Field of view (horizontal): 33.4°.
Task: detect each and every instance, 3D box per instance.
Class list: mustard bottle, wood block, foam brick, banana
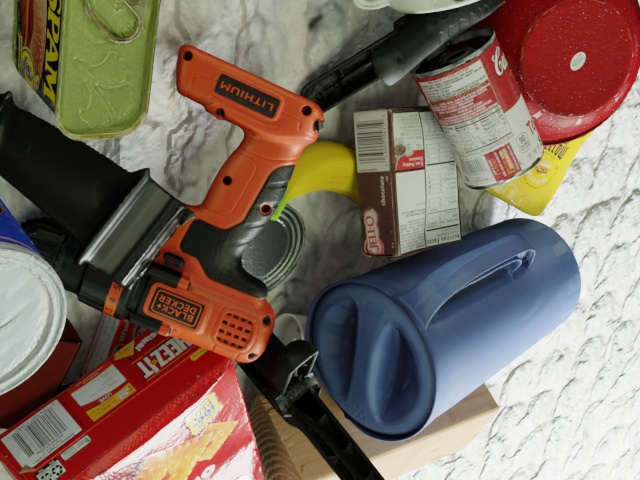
[{"bbox_3d":[0.204,-0.118,0.910,0.096,0.058,0.192,24,103,-38],"label":"mustard bottle"},{"bbox_3d":[0.041,0.163,0.948,0.205,0.091,0.090,-15,151,-29],"label":"wood block"},{"bbox_3d":[-0.211,0.085,0.740,0.051,0.053,0.078,15,111,-43],"label":"foam brick"},{"bbox_3d":[0.022,-0.037,0.835,0.197,0.037,0.069,12,93,-49],"label":"banana"}]

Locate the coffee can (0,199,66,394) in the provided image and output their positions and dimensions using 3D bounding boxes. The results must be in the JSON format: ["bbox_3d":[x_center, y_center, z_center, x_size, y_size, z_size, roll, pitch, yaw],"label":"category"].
[{"bbox_3d":[-0.220,0.013,0.615,0.102,0.140,0.103,-20,130,-26],"label":"coffee can"}]

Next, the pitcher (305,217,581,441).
[{"bbox_3d":[0.119,0.056,0.892,0.242,0.149,0.145,-23,110,-42],"label":"pitcher"}]

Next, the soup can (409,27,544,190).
[{"bbox_3d":[0.118,-0.098,0.799,0.068,0.069,0.102,-34,111,-14],"label":"soup can"}]

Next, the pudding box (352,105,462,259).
[{"bbox_3d":[0.069,-0.047,0.826,0.089,0.039,0.113,-11,100,-50],"label":"pudding box"}]

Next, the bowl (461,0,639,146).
[{"bbox_3d":[0.189,-0.146,0.834,0.162,0.055,0.162,-3,109,-10],"label":"bowl"}]

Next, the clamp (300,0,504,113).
[{"bbox_3d":[0.072,-0.145,0.759,0.171,0.120,0.039,-37,108,-16],"label":"clamp"}]

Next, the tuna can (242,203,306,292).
[{"bbox_3d":[-0.055,0.001,0.813,0.086,0.034,0.086,-20,131,-26],"label":"tuna can"}]

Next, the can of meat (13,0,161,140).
[{"bbox_3d":[-0.139,-0.122,0.621,0.057,0.084,0.102,-9,125,-33],"label":"can of meat"}]

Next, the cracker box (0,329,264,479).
[{"bbox_3d":[-0.131,0.173,0.801,0.164,0.072,0.214,-36,146,-22],"label":"cracker box"}]

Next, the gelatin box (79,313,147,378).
[{"bbox_3d":[-0.133,0.077,0.810,0.073,0.030,0.089,6,116,-40],"label":"gelatin box"}]

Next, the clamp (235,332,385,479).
[{"bbox_3d":[-0.023,0.105,0.794,0.036,0.210,0.164,-34,123,-14],"label":"clamp"}]

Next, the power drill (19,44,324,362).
[{"bbox_3d":[-0.093,-0.030,0.710,0.184,0.057,0.188,23,98,-7],"label":"power drill"}]
